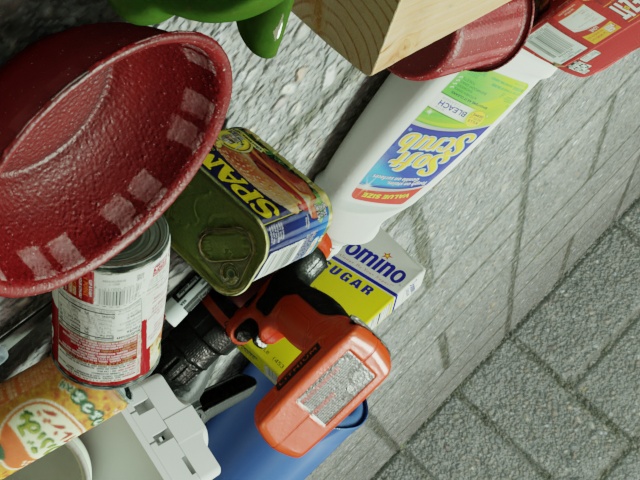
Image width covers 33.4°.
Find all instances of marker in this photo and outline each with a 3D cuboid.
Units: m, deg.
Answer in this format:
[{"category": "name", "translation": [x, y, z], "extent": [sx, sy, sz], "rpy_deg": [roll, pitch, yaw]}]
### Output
[{"category": "marker", "translation": [-0.078, 0.018, 0.834], "extent": [0.121, 0.020, 0.020], "rpy_deg": [-45, 163, -7]}]

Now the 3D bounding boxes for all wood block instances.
[{"category": "wood block", "translation": [0.075, -0.188, 0.619], "extent": [0.205, 0.090, 0.091], "rpy_deg": [-33, 158, -37]}]

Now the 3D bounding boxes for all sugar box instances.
[{"category": "sugar box", "translation": [0.006, 0.058, 1.002], "extent": [0.176, 0.093, 0.048], "rpy_deg": [-42, 163, -18]}]

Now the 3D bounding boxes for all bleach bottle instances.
[{"category": "bleach bottle", "translation": [0.073, -0.077, 0.863], "extent": [0.102, 0.068, 0.251], "rpy_deg": [15, 127, -35]}]

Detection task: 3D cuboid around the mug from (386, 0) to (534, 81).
[{"category": "mug", "translation": [0.075, -0.152, 0.729], "extent": [0.117, 0.093, 0.081], "rpy_deg": [-12, -173, 45]}]

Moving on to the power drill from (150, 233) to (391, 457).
[{"category": "power drill", "translation": [-0.042, 0.079, 0.808], "extent": [0.184, 0.188, 0.057], "rpy_deg": [-45, 126, 2]}]

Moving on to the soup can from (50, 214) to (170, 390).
[{"category": "soup can", "translation": [-0.126, 0.031, 0.634], "extent": [0.068, 0.069, 0.102], "rpy_deg": [-33, 148, -39]}]

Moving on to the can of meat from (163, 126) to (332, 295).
[{"category": "can of meat", "translation": [-0.053, -0.023, 0.661], "extent": [0.083, 0.102, 0.058], "rpy_deg": [-25, 152, -56]}]

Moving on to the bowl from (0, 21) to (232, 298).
[{"category": "bowl", "translation": [-0.119, -0.049, 0.517], "extent": [0.162, 0.055, 0.162], "rpy_deg": [-42, 162, -17]}]

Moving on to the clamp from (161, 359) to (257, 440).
[{"category": "clamp", "translation": [-0.117, 0.135, 0.914], "extent": [0.171, 0.039, 0.120], "rpy_deg": [-44, 139, -38]}]

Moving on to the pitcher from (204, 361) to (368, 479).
[{"category": "pitcher", "translation": [-0.069, 0.217, 1.147], "extent": [0.149, 0.145, 0.243], "rpy_deg": [3, 133, -53]}]
